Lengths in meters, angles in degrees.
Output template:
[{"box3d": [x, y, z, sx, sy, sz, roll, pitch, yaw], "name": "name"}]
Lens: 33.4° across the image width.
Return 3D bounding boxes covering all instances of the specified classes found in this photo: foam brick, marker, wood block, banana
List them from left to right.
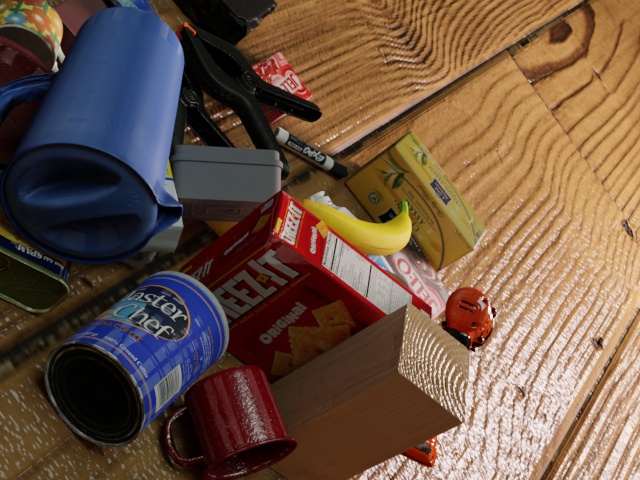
[{"box3d": [-0.262, -0.225, 1.135, 0.053, 0.051, 0.078, 49, 36, -9], "name": "foam brick"}, {"box3d": [-0.012, -0.109, 1.355, 0.121, 0.020, 0.020, 28, 44, -33], "name": "marker"}, {"box3d": [0.038, 0.158, 1.038, 0.090, 0.206, 0.090, 38, 39, -22], "name": "wood block"}, {"box3d": [0.050, -0.014, 1.237, 0.197, 0.037, 0.070, 0, 50, -50], "name": "banana"}]

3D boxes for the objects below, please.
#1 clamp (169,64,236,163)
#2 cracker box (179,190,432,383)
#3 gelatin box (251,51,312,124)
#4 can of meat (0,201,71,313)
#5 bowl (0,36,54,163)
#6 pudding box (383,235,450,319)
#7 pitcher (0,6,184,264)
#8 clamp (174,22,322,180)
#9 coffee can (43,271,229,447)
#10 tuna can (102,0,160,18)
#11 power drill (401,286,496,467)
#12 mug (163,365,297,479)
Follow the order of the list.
[{"box3d": [-0.160, -0.148, 1.197, 0.171, 0.039, 0.120, 58, 23, 13], "name": "clamp"}, {"box3d": [-0.019, 0.071, 1.080, 0.213, 0.164, 0.072, 37, 37, -23], "name": "cracker box"}, {"box3d": [-0.058, -0.195, 1.360, 0.073, 0.030, 0.089, 54, 36, -3], "name": "gelatin box"}, {"box3d": [-0.267, 0.003, 0.944, 0.102, 0.058, 0.084, 31, 41, -29], "name": "can of meat"}, {"box3d": [-0.305, -0.113, 0.993, 0.162, 0.055, 0.162, 29, 43, -31], "name": "bowl"}, {"box3d": [0.109, 0.054, 1.345, 0.113, 0.039, 0.089, 56, 36, 2], "name": "pudding box"}, {"box3d": [-0.203, -0.108, 0.961, 0.149, 0.145, 0.242, 49, 29, -33], "name": "pitcher"}, {"box3d": [-0.091, -0.170, 1.252, 0.210, 0.036, 0.164, 38, 35, -18], "name": "clamp"}, {"box3d": [-0.160, 0.102, 0.947, 0.103, 0.103, 0.140, 52, 36, -4], "name": "coffee can"}, {"box3d": [-0.208, -0.242, 1.181, 0.033, 0.086, 0.086, -37, 92, -19], "name": "tuna can"}, {"box3d": [0.132, 0.147, 1.145, 0.057, 0.187, 0.184, 22, -10, 15], "name": "power drill"}, {"box3d": [-0.089, 0.173, 0.996, 0.117, 0.093, 0.081, -15, 65, -17], "name": "mug"}]
